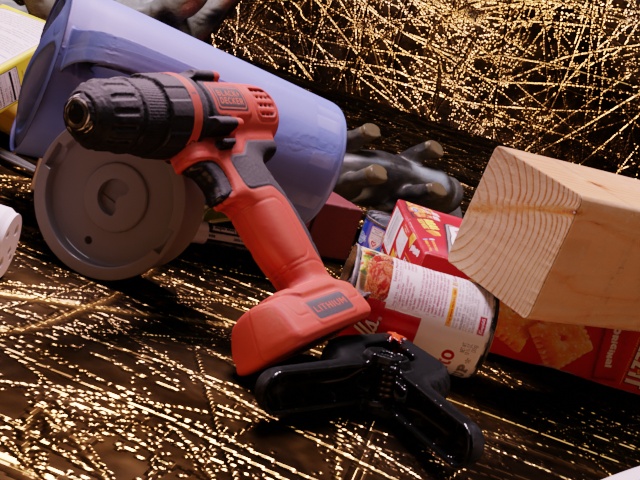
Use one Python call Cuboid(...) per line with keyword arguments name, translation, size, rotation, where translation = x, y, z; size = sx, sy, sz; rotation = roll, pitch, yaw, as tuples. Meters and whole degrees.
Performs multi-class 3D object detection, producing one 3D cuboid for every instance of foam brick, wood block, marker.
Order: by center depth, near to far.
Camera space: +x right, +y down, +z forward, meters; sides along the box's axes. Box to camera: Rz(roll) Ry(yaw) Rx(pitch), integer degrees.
Cuboid(name="wood block", translation=(0.206, 0.005, 0.755), size=(0.205, 0.090, 0.091), rotation=(9, 21, -35))
Cuboid(name="marker", translation=(-0.056, 0.001, 0.887), size=(0.120, 0.020, 0.020), rotation=(10, 14, -30))
Cuboid(name="foam brick", translation=(-0.009, -0.020, 0.966), size=(0.051, 0.053, 0.078), rotation=(9, 16, -35))

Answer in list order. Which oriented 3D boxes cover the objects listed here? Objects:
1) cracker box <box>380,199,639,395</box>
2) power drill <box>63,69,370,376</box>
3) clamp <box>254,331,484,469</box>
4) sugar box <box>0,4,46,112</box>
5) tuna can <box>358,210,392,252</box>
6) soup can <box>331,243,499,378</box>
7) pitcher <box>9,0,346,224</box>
Cuboid(name="cracker box", translation=(0.161, 0.045, 0.877), size=(0.213, 0.072, 0.164), rotation=(17, 14, -8))
Cuboid(name="power drill", translation=(-0.055, -0.017, 0.638), size=(0.184, 0.057, 0.188), rotation=(-12, 73, -59))
Cuboid(name="clamp", translation=(0.043, 0.086, 0.609), size=(0.120, 0.039, 0.171), rotation=(22, 13, 14))
Cuboid(name="sugar box", translation=(-0.303, -0.137, 0.901), size=(0.093, 0.048, 0.176), rotation=(25, 48, 29))
Cuboid(name="tuna can", translation=(0.081, 0.001, 1.043), size=(0.086, 0.034, 0.086), rotation=(17, 12, -4))
Cuboid(name="soup can", translation=(0.063, 0.049, 0.729), size=(0.102, 0.068, 0.068), rotation=(17, 12, -5))
Cuboid(name="pitcher", translation=(-0.101, -0.094, 0.814), size=(0.242, 0.145, 0.149), rotation=(18, 33, -23))
